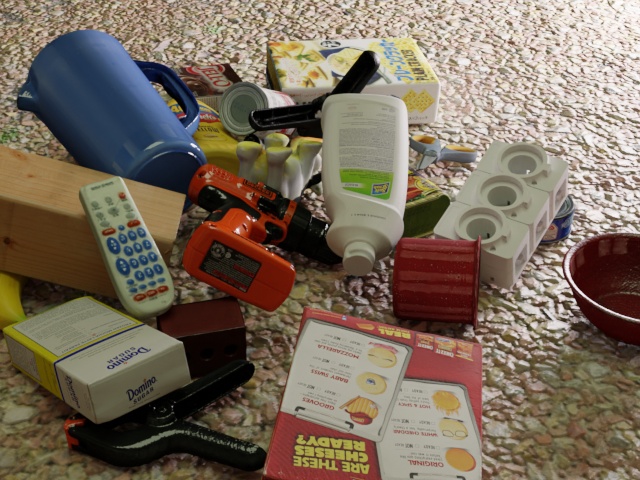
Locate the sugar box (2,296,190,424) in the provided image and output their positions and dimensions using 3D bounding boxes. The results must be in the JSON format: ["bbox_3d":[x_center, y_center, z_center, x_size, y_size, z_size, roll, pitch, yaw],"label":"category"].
[{"bbox_3d":[-0.199,0.101,0.937,0.093,0.048,0.176,-23,27,-32],"label":"sugar box"}]

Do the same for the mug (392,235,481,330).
[{"bbox_3d":[0.117,0.035,1.060,0.081,0.093,0.117,3,24,10],"label":"mug"}]

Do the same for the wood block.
[{"bbox_3d":[-0.248,-0.015,1.062,0.206,0.091,0.090,15,33,-8],"label":"wood block"}]

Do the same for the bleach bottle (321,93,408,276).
[{"bbox_3d":[0.040,-0.059,1.127,0.102,0.068,0.250,2,42,6],"label":"bleach bottle"}]

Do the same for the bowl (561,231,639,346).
[{"bbox_3d":[0.318,0.057,1.064,0.162,0.055,0.162,2,33,-1],"label":"bowl"}]

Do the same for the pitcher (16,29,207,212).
[{"bbox_3d":[-0.218,-0.129,1.203,0.149,0.144,0.243,-48,52,6],"label":"pitcher"}]

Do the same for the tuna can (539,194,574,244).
[{"bbox_3d":[0.246,-0.032,1.217,0.086,0.034,0.086,2,33,-1],"label":"tuna can"}]

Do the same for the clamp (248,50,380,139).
[{"bbox_3d":[-0.001,-0.154,1.291,0.164,0.210,0.036,-25,78,0],"label":"clamp"}]

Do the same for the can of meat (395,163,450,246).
[{"bbox_3d":[0.084,-0.041,1.202,0.101,0.057,0.084,-18,40,-29],"label":"can of meat"}]

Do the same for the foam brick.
[{"bbox_3d":[-0.110,0.091,0.988,0.078,0.053,0.051,-9,34,-15],"label":"foam brick"}]

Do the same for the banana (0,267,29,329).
[{"bbox_3d":[-0.300,0.035,1.082,0.069,0.037,0.197,15,33,-9],"label":"banana"}]

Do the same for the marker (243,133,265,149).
[{"bbox_3d":[-0.076,-0.113,1.281,0.020,0.020,0.121,5,0,3],"label":"marker"}]

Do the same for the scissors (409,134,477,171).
[{"bbox_3d":[0.151,-0.099,1.286,0.096,0.016,0.202,10,16,-4],"label":"scissors"}]

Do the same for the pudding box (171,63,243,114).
[{"bbox_3d":[-0.152,-0.204,1.456,0.090,0.039,0.114,-10,35,-19],"label":"pudding box"}]

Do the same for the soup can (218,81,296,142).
[{"bbox_3d":[-0.075,-0.158,1.324,0.069,0.068,0.102,16,5,20],"label":"soup can"}]

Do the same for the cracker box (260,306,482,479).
[{"bbox_3d":[0.045,0.155,0.868,0.164,0.072,0.213,12,33,1],"label":"cracker box"}]

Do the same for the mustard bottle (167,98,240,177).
[{"bbox_3d":[-0.155,-0.129,1.321,0.096,0.058,0.192,-1,31,-24],"label":"mustard bottle"}]

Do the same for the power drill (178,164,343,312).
[{"bbox_3d":[-0.057,0.001,1.067,0.184,0.057,0.187,25,20,-6],"label":"power drill"}]

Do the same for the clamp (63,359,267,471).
[{"bbox_3d":[-0.128,0.148,0.911,0.171,0.039,0.120,1,31,-1],"label":"clamp"}]
